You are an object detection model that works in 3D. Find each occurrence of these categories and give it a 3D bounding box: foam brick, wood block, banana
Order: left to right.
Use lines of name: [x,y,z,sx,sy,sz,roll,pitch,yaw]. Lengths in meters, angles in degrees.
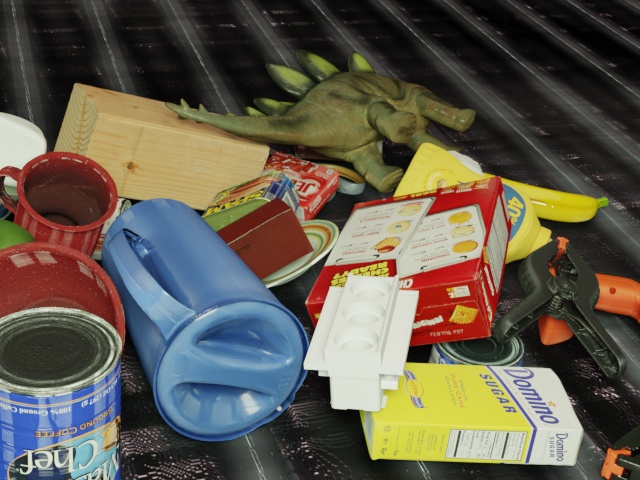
wood block: [-0.174,-0.097,1.175,0.205,0.091,0.090,9,24,-34]
foam brick: [-0.057,0.001,1.053,0.078,0.053,0.051,-29,21,-9]
banana: [0.249,-0.052,1.295,0.198,0.037,0.069,14,12,10]

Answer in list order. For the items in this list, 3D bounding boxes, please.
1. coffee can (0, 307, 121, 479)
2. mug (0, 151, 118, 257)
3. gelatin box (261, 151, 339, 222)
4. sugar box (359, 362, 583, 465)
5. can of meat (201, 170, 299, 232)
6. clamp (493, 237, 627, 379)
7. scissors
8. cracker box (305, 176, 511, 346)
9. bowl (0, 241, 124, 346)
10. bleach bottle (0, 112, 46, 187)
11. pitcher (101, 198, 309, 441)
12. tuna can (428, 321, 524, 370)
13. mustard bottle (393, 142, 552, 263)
coffee can: [-0.196,0.134,0.774,0.103,0.140,0.103,5,29,-3]
mug: [-0.257,-0.029,1.012,0.117,0.082,0.093,27,48,-4]
gelatin box: [-0.033,-0.063,1.243,0.089,0.030,0.073,20,49,25]
sugar box: [0.124,0.146,0.910,0.176,0.048,0.093,1,28,-6]
can of meat: [-0.077,-0.026,1.135,0.102,0.057,0.084,-18,20,20]
clamp: [0.212,0.054,0.989,0.120,0.039,0.171,17,34,-12]
scissors: [-0.042,-0.089,1.321,0.202,0.016,0.096,19,32,21]
cracker box: [0.094,0.024,1.047,0.164,0.072,0.213,-10,25,21]
bowl: [-0.235,0.085,0.892,0.162,0.055,0.162,-2,73,6]
bleach bottle: [-0.360,-0.114,1.199,0.102,0.068,0.251,21,4,-18]
pitcher: [-0.121,0.050,0.939,0.144,0.149,0.243,-7,29,-24]
tuna can: [0.145,0.107,0.993,0.086,0.034,0.086,5,30,-3]
mustard bottle: [0.177,-0.026,1.176,0.191,0.058,0.096,27,69,5]
